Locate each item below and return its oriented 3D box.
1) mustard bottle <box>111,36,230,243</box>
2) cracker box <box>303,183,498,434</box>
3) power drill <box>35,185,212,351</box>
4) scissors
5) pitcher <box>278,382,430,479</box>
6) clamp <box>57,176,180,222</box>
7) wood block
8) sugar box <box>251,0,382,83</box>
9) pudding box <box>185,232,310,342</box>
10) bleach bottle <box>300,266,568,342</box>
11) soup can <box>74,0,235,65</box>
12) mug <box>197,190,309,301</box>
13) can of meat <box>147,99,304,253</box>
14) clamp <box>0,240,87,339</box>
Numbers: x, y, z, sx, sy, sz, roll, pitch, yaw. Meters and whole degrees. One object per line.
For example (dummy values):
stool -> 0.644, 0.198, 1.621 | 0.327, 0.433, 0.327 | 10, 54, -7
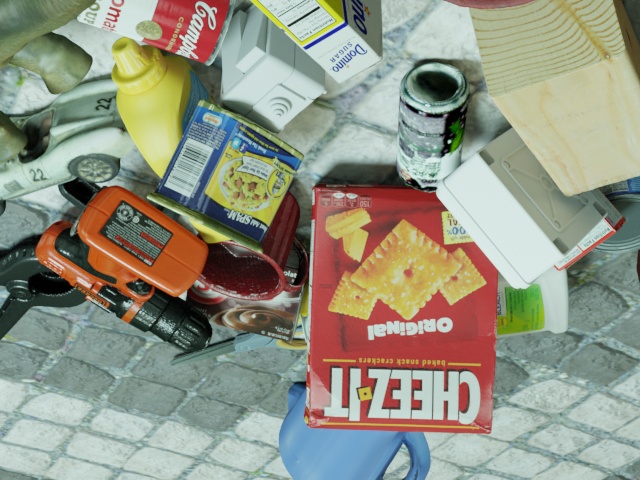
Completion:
mustard bottle -> -0.110, -0.088, 0.843 | 0.058, 0.096, 0.191 | -9, 142, 18
cracker box -> 0.071, 0.059, 0.943 | 0.164, 0.214, 0.072 | 2, 180, -1
power drill -> -0.158, 0.030, 0.934 | 0.184, 0.057, 0.188 | 33, 156, -9
scissors -> -0.081, 0.100, 1.157 | 0.202, 0.016, 0.096 | -7, 140, 10
pitcher -> 0.053, 0.183, 1.151 | 0.149, 0.145, 0.243 | 14, 142, -9
clamp -> -0.177, -0.009, 0.999 | 0.120, 0.039, 0.171 | 16, 146, 9
wood block -> 0.183, -0.114, 0.758 | 0.090, 0.091, 0.205 | -17, 157, 21
sugar box -> -0.025, -0.193, 0.707 | 0.048, 0.093, 0.176 | -27, 135, 32
pudding box -> -0.072, 0.043, 1.031 | 0.113, 0.039, 0.090 | 12, 126, 1
bleach bottle -> 0.107, 0.064, 1.026 | 0.251, 0.068, 0.102 | -12, 131, 1
soup can -> -0.117, -0.173, 0.756 | 0.102, 0.068, 0.069 | 16, 140, -18
mug -> -0.056, 0.001, 0.957 | 0.117, 0.081, 0.093 | 32, 143, -23
can of meat -> -0.068, -0.048, 0.802 | 0.058, 0.084, 0.102 | 25, 178, 39
clamp -> -0.297, 0.046, 1.074 | 0.210, 0.036, 0.164 | -7, 143, 13
